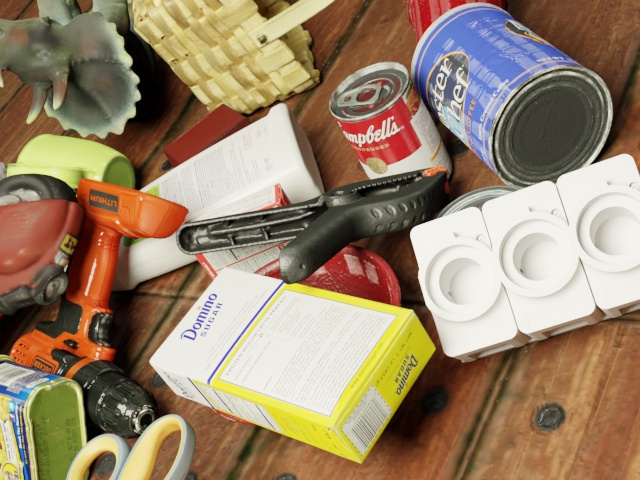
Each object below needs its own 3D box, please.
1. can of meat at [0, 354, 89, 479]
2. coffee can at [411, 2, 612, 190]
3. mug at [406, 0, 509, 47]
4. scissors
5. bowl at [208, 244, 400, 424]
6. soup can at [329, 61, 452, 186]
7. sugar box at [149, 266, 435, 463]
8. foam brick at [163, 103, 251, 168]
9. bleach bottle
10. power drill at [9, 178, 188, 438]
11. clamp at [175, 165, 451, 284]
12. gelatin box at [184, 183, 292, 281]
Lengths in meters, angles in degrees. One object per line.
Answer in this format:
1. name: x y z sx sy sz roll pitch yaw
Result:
1. can of meat: -0.224 0.145 0.811 0.084 0.102 0.057 8 17 37
2. coffee can: 0.145 -0.114 0.834 0.103 0.102 0.140 -33 37 -1
3. mug: 0.118 -0.178 0.948 0.117 0.093 0.081 -46 31 37
4. scissors: -0.141 0.185 0.624 0.096 0.016 0.201 1 47 38
5. bowl: -0.008 0.079 0.767 0.162 0.055 0.162 -20 39 16
6. soup can: 0.059 -0.083 0.862 0.069 0.102 0.068 -19 39 16
7. sugar box: -0.022 0.076 0.697 0.177 0.048 0.093 10 53 46
8. foam brick: -0.099 -0.083 1.015 0.078 0.053 0.051 -41 38 -10
9. bleach bottle: -0.124 -0.025 0.951 0.251 0.068 0.102 -24 45 9
10. power drill: -0.170 0.051 0.853 0.185 0.057 0.187 16 86 44
11. clamp: 0.006 -0.018 0.794 0.209 0.036 0.165 -21 19 -36
12. gelatin box: -0.056 0.001 0.873 0.089 0.073 0.030 -23 38 13
